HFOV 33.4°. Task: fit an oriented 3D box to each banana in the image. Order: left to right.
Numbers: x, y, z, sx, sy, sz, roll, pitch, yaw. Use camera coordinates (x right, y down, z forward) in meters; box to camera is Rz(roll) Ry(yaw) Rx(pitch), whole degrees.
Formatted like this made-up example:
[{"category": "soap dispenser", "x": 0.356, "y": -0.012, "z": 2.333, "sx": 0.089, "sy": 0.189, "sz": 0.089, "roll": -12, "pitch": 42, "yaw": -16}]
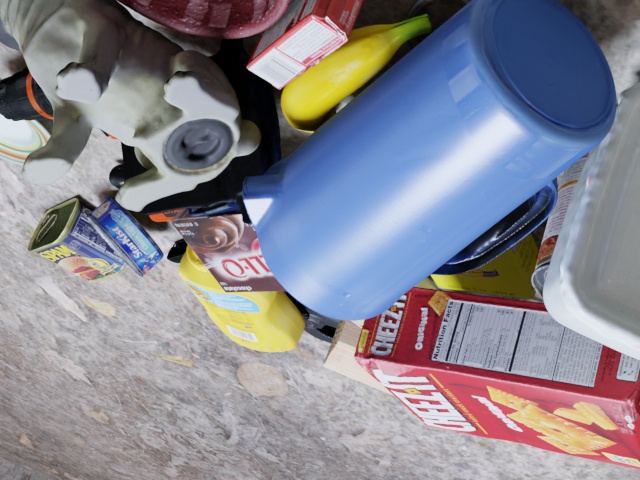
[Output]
[{"category": "banana", "x": 0.008, "y": -0.104, "z": 0.730, "sx": 0.069, "sy": 0.037, "sz": 0.198, "roll": -4, "pitch": 172, "yaw": -20}]

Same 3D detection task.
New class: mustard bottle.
[{"category": "mustard bottle", "x": -0.083, "y": 0.042, "z": 1.023, "sx": 0.096, "sy": 0.058, "sz": 0.191, "roll": 16, "pitch": 157, "yaw": 24}]

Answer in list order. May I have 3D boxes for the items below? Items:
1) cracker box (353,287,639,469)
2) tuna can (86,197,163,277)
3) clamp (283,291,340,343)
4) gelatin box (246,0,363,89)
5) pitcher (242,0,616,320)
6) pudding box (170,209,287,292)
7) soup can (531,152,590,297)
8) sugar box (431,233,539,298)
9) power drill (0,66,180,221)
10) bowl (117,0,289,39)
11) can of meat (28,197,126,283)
[{"category": "cracker box", "x": 0.155, "y": 0.106, "z": 0.804, "sx": 0.214, "sy": 0.072, "sz": 0.164, "roll": 6, "pitch": 155, "yaw": 31}, {"category": "tuna can", "x": -0.203, "y": -0.004, "z": 1.111, "sx": 0.086, "sy": 0.033, "sz": 0.086, "roll": 45, "pitch": 168, "yaw": 11}, {"category": "clamp", "x": -0.017, "y": 0.072, "z": 1.144, "sx": 0.120, "sy": 0.039, "sz": 0.171, "roll": 1, "pitch": 147, "yaw": 44}, {"category": "gelatin box", "x": -0.003, "y": -0.144, "z": 0.667, "sx": 0.030, "sy": 0.073, "sz": 0.089, "roll": 31, "pitch": 153, "yaw": -21}, {"category": "pitcher", "x": 0.076, "y": -0.049, "z": 0.685, "sx": 0.145, "sy": 0.149, "sz": 0.243, "roll": 56, "pitch": 140, "yaw": 4}, {"category": "pudding box", "x": -0.056, "y": 0.001, "z": 0.887, "sx": 0.114, "sy": 0.039, "sz": 0.090, "roll": -2, "pitch": 133, "yaw": 42}, {"category": "soup can", "x": 0.193, "y": -0.008, "z": 0.742, "sx": 0.068, "sy": 0.102, "sz": 0.068, "roll": 18, "pitch": 155, "yaw": 9}, {"category": "sugar box", "x": 0.110, "y": -0.019, "z": 0.854, "sx": 0.093, "sy": 0.048, "sz": 0.176, "roll": 5, "pitch": 151, "yaw": 34}, {"category": "power drill", "x": -0.175, "y": -0.090, "z": 0.929, "sx": 0.185, "sy": 0.057, "sz": 0.187, "roll": -3, "pitch": 145, "yaw": 42}, {"category": "bowl", "x": -0.084, "y": -0.196, "z": 0.649, "sx": 0.162, "sy": 0.055, "sz": 0.162, "roll": 18, "pitch": 155, "yaw": 9}, {"category": "can of meat", "x": -0.264, "y": 0.003, "z": 1.187, "sx": 0.083, "sy": 0.057, "sz": 0.102, "roll": 33, "pitch": 154, "yaw": -27}]
